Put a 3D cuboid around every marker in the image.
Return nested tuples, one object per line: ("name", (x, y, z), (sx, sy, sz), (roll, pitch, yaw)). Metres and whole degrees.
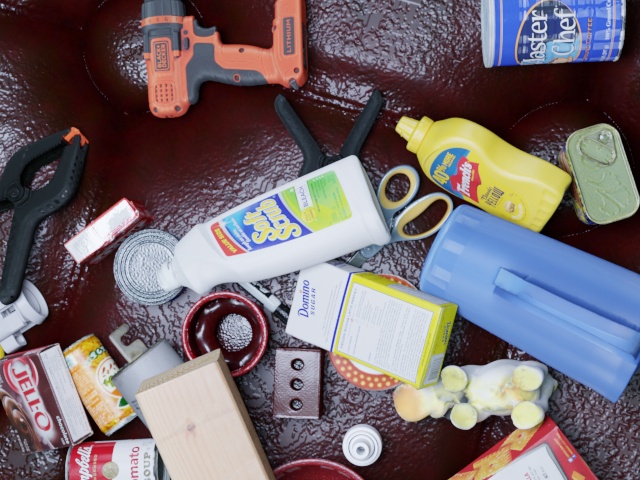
("marker", (-0.074, 0.056, 1.209), (0.121, 0.020, 0.020), (40, 92, 5))

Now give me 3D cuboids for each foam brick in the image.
("foam brick", (-0.024, 0.158, 1.184), (0.053, 0.051, 0.078), (1, 88, 6))

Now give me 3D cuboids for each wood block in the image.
("wood block", (-0.104, 0.227, 1.092), (0.091, 0.090, 0.206), (-23, 94, -2))

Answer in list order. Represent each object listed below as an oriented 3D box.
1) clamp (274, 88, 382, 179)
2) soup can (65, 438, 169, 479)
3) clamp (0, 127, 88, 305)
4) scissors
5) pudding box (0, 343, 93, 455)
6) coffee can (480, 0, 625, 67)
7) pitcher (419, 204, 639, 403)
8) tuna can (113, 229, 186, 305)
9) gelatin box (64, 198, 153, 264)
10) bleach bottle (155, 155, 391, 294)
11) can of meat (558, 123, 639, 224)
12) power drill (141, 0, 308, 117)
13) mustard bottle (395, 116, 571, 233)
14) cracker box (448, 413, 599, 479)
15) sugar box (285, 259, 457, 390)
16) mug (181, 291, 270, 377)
("clamp", (0.003, -0.090, 1.198), (0.120, 0.039, 0.171), (6, 89, 8))
("soup can", (-0.225, 0.257, 1.192), (0.102, 0.068, 0.068), (-4, 87, 4))
("clamp", (-0.336, -0.037, 1.211), (0.210, 0.036, 0.165), (-44, 66, -6))
("scissors", (0.051, -0.011, 1.197), (0.202, 0.016, 0.096), (-28, 96, 5))
("pudding box", (-0.313, 0.177, 1.192), (0.090, 0.039, 0.113), (-17, 98, 36))
("coffee can", (0.247, -0.241, 1.148), (0.140, 0.103, 0.103), (-2, 88, 5))
("pitcher", (0.230, 0.057, 1.110), (0.243, 0.149, 0.144), (26, 50, 14))
("tuna can", (-0.189, 0.031, 1.213), (0.086, 0.033, 0.086), (0, 88, 5))
("gelatin box", (-0.236, -0.010, 1.200), (0.089, 0.073, 0.030), (-38, 86, 2))
("bleach bottle", (-0.058, 0.001, 1.148), (0.251, 0.068, 0.102), (-23, 59, 8))
("can of meat", (0.296, -0.068, 1.147), (0.057, 0.084, 0.102), (-17, 86, 4))
("power drill", (-0.110, -0.235, 1.206), (0.188, 0.057, 0.184), (-3, 91, 8))
("mustard bottle", (0.168, -0.081, 1.155), (0.191, 0.096, 0.058), (31, 60, 7))
("cracker box", (0.206, 0.312, 1.137), (0.214, 0.072, 0.164), (-38, 97, 3))
("sugar box", (0.052, 0.084, 1.143), (0.176, 0.048, 0.093), (21, 103, 33))
("mug", (-0.101, 0.114, 1.178), (0.093, 0.081, 0.117), (9, 89, 5))
